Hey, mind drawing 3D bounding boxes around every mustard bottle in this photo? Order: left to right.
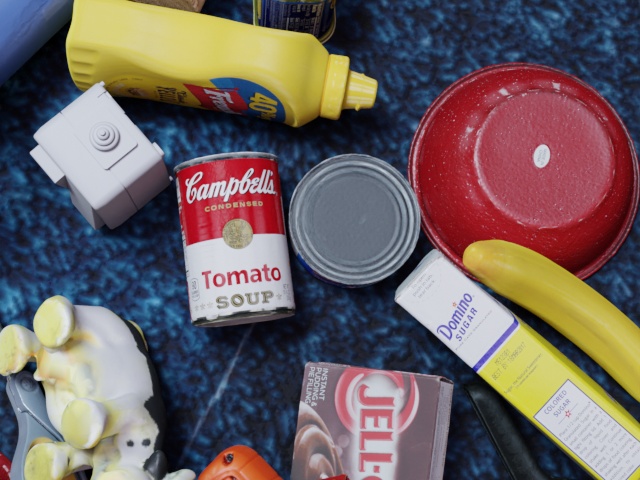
[{"bbox_3d":[-0.059,-0.110,0.680,0.191,0.096,0.058,9,80,-2],"label":"mustard bottle"}]

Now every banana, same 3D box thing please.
[{"bbox_3d":[0.164,0.050,0.677,0.197,0.069,0.037,37,105,-15],"label":"banana"}]

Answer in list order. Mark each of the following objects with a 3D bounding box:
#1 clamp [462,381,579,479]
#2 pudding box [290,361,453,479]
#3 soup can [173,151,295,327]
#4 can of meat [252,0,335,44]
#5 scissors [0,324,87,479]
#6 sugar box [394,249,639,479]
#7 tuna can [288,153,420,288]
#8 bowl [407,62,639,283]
[{"bbox_3d":[0.136,0.169,0.678,0.171,0.039,0.120,21,94,-1],"label":"clamp"},{"bbox_3d":[0.030,0.135,0.662,0.090,0.039,0.113,3,82,25],"label":"pudding box"},{"bbox_3d":[-0.054,0.001,0.679,0.068,0.068,0.102,-7,83,-5],"label":"soup can"},{"bbox_3d":[-0.016,-0.189,0.701,0.057,0.084,0.102,-1,81,-4],"label":"can of meat"},{"bbox_3d":[-0.170,0.103,0.675,0.016,0.096,0.202,-41,54,26],"label":"scissors"},{"bbox_3d":[0.125,0.077,0.663,0.176,0.093,0.048,44,94,2],"label":"sugar box"},{"bbox_3d":[0.021,-0.012,0.702,0.086,0.034,0.086,1,81,-4],"label":"tuna can"},{"bbox_3d":[0.141,-0.048,0.705,0.162,0.055,0.162,0,81,-3],"label":"bowl"}]
